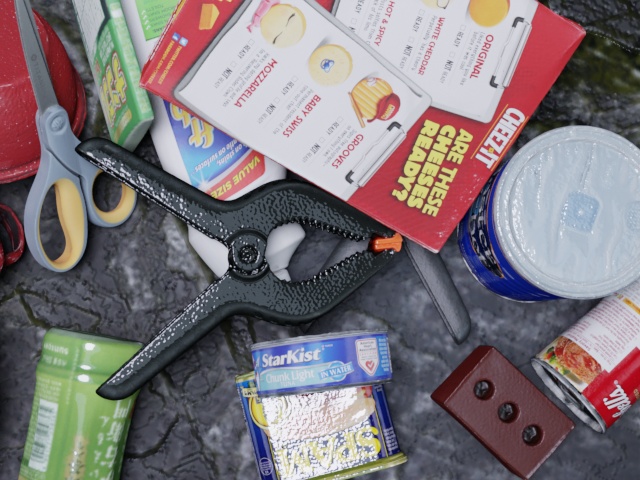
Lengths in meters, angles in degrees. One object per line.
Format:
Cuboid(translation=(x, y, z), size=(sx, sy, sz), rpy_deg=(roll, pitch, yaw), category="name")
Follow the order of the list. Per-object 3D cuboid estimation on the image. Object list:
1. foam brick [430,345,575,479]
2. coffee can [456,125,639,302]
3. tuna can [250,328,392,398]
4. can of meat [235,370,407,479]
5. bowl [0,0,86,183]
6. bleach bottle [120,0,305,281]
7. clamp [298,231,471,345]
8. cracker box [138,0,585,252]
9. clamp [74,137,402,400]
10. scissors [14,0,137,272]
Cuboid(translation=(0.123, 0.115, 0.727), size=(0.078, 0.051, 0.053), rpy_deg=(43, 85, 2), category="foam brick")
Cuboid(translation=(0.150, -0.012, 0.692), size=(0.103, 0.140, 0.103), rpy_deg=(0, 86, -2), category="coffee can")
Cuboid(translation=(0.001, 0.076, 0.655), size=(0.086, 0.086, 0.034), rpy_deg=(-7, 83, -2), category="tuna can")
Cuboid(translation=(-0.001, 0.120, 0.721), size=(0.102, 0.057, 0.084), rpy_deg=(-14, 84, -3), category="can of meat")
Cuboid(translation=(-0.227, -0.116, 0.689), size=(0.162, 0.055, 0.162), rpy_deg=(13, 52, -17), category="bowl")
Cuboid(translation=(-0.064, -0.079, 0.731), size=(0.102, 0.068, 0.251), rpy_deg=(-19, 89, -6), category="bleach bottle")
Cuboid(translation=(0.038, -0.009, 0.741), size=(0.120, 0.039, 0.171), rpy_deg=(-4, 83, -7), category="clamp")
Cuboid(translation=(0.022, -0.117, 0.651), size=(0.213, 0.072, 0.164), rpy_deg=(28, 107, -15), category="cracker box")
Cuboid(translation=(-0.054, 0.001, 0.682), size=(0.210, 0.036, 0.164), rpy_deg=(-12, 91, -10), category="clamp")
Cuboid(translation=(-0.157, -0.074, 0.689), size=(0.016, 0.096, 0.202), rpy_deg=(25, 121, 33), category="scissors")
